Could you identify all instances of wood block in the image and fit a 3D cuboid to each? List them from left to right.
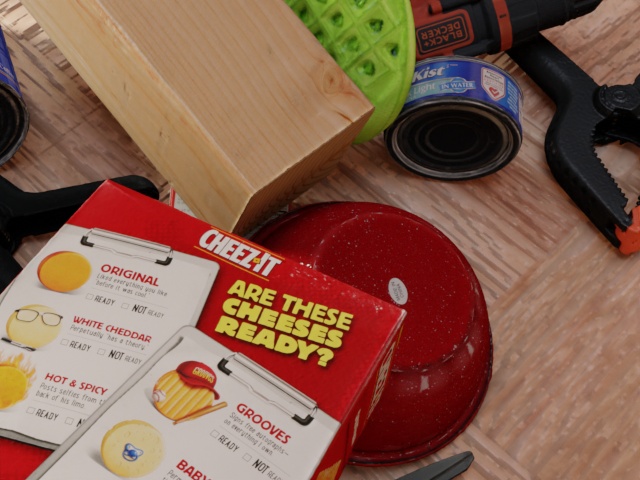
[{"bbox_3d":[-0.078,-0.111,0.600,0.090,0.090,0.206,-37,83,-25],"label":"wood block"}]

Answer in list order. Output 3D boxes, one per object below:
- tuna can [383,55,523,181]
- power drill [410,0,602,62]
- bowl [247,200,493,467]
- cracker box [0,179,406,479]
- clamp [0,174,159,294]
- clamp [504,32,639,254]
[{"bbox_3d":[0.081,-0.073,0.656,0.086,0.086,0.033,6,59,0],"label":"tuna can"},{"bbox_3d":[0.080,-0.205,0.676,0.184,0.187,0.057,-18,16,-1],"label":"power drill"},{"bbox_3d":[0.030,0.037,0.580,0.162,0.055,0.162,8,61,-15],"label":"bowl"},{"bbox_3d":[-0.081,0.090,0.458,0.164,0.072,0.213,24,50,13],"label":"cracker box"},{"bbox_3d":[-0.182,-0.009,0.626,0.171,0.039,0.120,23,57,11],"label":"clamp"},{"bbox_3d":[0.182,-0.088,0.701,0.164,0.036,0.210,6,57,7],"label":"clamp"}]
